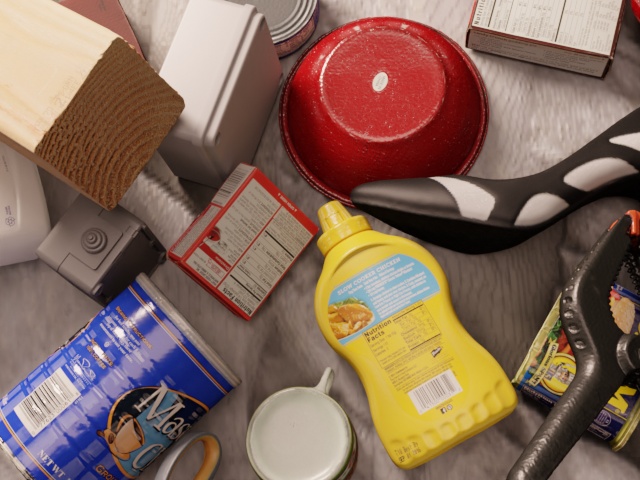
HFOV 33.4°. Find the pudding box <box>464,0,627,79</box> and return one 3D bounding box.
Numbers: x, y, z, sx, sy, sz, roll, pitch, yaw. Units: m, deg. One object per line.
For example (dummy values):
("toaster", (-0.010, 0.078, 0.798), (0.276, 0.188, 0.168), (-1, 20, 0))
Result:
("pudding box", (0.175, -0.181, 0.815), (0.113, 0.039, 0.090), (14, 76, 10))

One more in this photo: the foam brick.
("foam brick", (-0.166, -0.148, 0.824), (0.053, 0.051, 0.078), (-24, 74, -4))

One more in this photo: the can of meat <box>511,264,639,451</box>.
("can of meat", (0.191, 0.078, 0.732), (0.084, 0.057, 0.102), (29, 79, 14))

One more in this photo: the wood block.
("wood block", (-0.203, -0.115, 0.715), (0.206, 0.090, 0.090), (30, 83, 31))

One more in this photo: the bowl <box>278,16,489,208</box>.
("bowl", (0.046, -0.106, 0.794), (0.162, 0.055, 0.162), (-1, 74, 4))

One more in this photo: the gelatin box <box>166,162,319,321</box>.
("gelatin box", (-0.055, 0.001, 0.765), (0.073, 0.030, 0.089), (44, 79, -30))

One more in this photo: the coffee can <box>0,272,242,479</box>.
("coffee can", (-0.139, 0.106, 0.724), (0.140, 0.103, 0.103), (-42, 76, -8))

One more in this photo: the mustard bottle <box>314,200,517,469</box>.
("mustard bottle", (0.050, 0.056, 0.747), (0.096, 0.058, 0.192), (-30, 75, 0))

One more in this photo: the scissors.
("scissors", (-0.102, 0.222, 0.688), (0.016, 0.096, 0.201), (-1, 58, 42))

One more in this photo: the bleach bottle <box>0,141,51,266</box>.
("bleach bottle", (-0.321, -0.016, 0.732), (0.250, 0.068, 0.102), (-10, 73, -30))

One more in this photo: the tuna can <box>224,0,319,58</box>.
("tuna can", (-0.043, -0.185, 0.834), (0.086, 0.034, 0.086), (-1, 74, 4))
